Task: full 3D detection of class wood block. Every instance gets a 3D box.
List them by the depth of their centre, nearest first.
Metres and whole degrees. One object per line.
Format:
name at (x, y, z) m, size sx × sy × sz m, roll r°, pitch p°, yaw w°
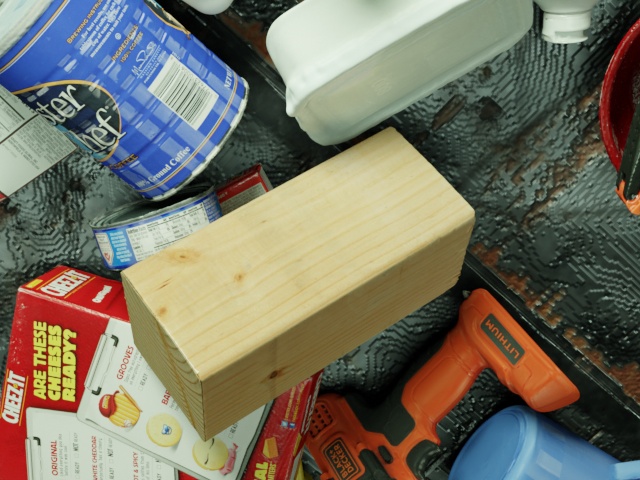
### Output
wood block at (-0.012, 0.025, 0.684) m, size 0.205 × 0.090 × 0.091 m, roll -30°, pitch 152°, yaw -22°

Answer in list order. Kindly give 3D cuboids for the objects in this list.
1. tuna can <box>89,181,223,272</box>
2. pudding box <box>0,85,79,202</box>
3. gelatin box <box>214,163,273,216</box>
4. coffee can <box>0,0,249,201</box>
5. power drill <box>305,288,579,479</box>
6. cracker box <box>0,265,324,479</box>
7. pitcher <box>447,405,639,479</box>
tuna can at (-0.106, -0.009, 0.702) m, size 0.086 × 0.086 × 0.034 m, roll -16°, pitch 102°, yaw 4°
pudding box at (-0.233, -0.070, 0.717) m, size 0.113 × 0.039 × 0.090 m, roll -34°, pitch 128°, yaw 8°
gelatin box at (-0.055, 0.001, 0.766) m, size 0.073 × 0.030 × 0.089 m, roll -27°, pitch 106°, yaw 8°
coffee can at (-0.129, -0.106, 0.666) m, size 0.103 × 0.103 × 0.140 m, roll -43°, pitch 118°, yaw 13°
power drill at (0.087, 0.139, 0.756) m, size 0.188 × 0.185 × 0.057 m, roll -41°, pitch 140°, yaw 5°
cracker box at (-0.116, 0.127, 0.765) m, size 0.214 × 0.072 × 0.164 m, roll 16°, pitch 108°, yaw 9°
pitcher at (0.224, 0.224, 0.808) m, size 0.242 × 0.145 × 0.149 m, roll 35°, pitch 79°, yaw -11°
